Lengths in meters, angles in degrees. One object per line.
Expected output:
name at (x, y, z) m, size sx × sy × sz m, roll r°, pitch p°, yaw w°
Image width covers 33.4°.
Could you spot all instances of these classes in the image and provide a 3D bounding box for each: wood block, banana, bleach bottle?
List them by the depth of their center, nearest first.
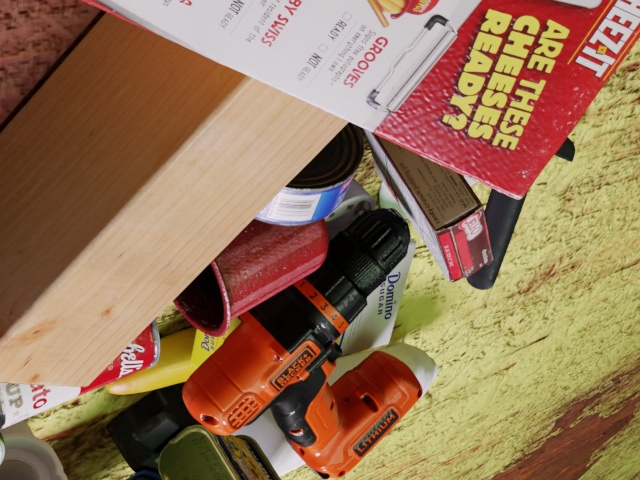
wood block at (-0.096, -0.029, 0.528) m, size 0.206 × 0.091 × 0.090 m, roll -45°, pitch 154°, yaw 14°
banana at (-0.074, 0.089, 0.809) m, size 0.070 × 0.037 × 0.197 m, roll -50°, pitch 152°, yaw 21°
bleach bottle at (0.022, 0.146, 0.961) m, size 0.250 × 0.068 × 0.103 m, roll -9°, pitch 142°, yaw -51°

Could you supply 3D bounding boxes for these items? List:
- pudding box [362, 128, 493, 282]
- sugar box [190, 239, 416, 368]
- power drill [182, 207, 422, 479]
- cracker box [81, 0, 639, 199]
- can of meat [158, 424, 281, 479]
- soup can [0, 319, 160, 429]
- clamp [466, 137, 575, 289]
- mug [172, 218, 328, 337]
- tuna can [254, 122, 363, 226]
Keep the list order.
pudding box at (0.068, -0.038, 0.696) m, size 0.039 × 0.113 × 0.090 m, roll -31°, pitch 154°, yaw -2°
sugar box at (-0.009, 0.043, 0.782) m, size 0.175 × 0.048 × 0.093 m, roll -9°, pitch 120°, yaw -48°
power drill at (0.009, 0.080, 0.738) m, size 0.184 × 0.057 × 0.187 m, roll -43°, pitch 144°, yaw -5°
cracker box at (0.023, -0.132, 0.399) m, size 0.213 × 0.072 × 0.164 m, roll 23°, pitch 127°, yaw -10°
can of meat at (-0.068, 0.191, 0.803) m, size 0.057 × 0.102 × 0.083 m, roll -40°, pitch 153°, yaw 5°
soup can at (-0.155, 0.061, 0.624) m, size 0.102 × 0.068 × 0.069 m, roll -21°, pitch 149°, yaw -32°
clamp at (0.152, -0.065, 0.804) m, size 0.164 × 0.036 × 0.210 m, roll -57°, pitch 157°, yaw -20°
mug at (-0.054, 0.001, 0.646) m, size 0.081 × 0.093 × 0.117 m, roll -29°, pitch 179°, yaw -27°
tuna can at (-0.021, -0.050, 0.595) m, size 0.086 × 0.086 × 0.034 m, roll -20°, pitch 150°, yaw -33°
